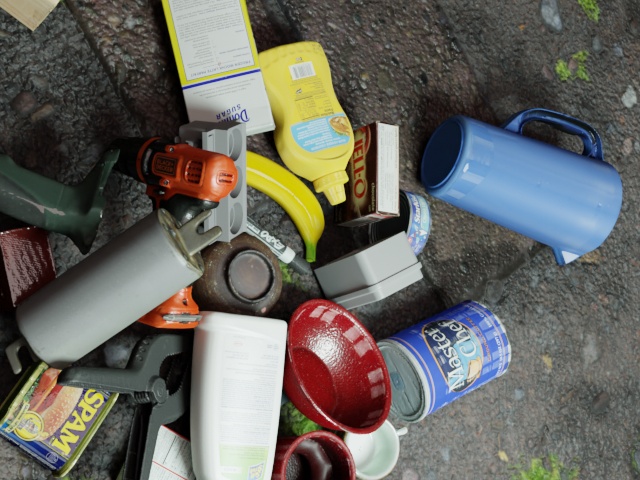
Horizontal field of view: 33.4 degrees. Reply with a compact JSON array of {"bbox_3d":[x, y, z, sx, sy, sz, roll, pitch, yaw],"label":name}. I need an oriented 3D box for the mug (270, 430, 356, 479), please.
[{"bbox_3d":[-0.011,0.259,1.171,0.117,0.082,0.093,20,71,-26],"label":"mug"}]

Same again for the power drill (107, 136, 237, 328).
[{"bbox_3d":[-0.170,-0.012,1.099,0.057,0.185,0.188,4,98,-46],"label":"power drill"}]

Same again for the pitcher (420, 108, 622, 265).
[{"bbox_3d":[0.257,-0.084,1.371,0.242,0.145,0.149,18,41,-24],"label":"pitcher"}]

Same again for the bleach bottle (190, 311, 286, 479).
[{"bbox_3d":[-0.096,0.203,1.106,0.102,0.068,0.251,9,82,-25],"label":"bleach bottle"}]

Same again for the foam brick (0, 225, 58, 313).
[{"bbox_3d":[-0.296,0.028,1.061,0.051,0.053,0.078,-12,87,-32],"label":"foam brick"}]

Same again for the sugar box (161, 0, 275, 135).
[{"bbox_3d":[-0.115,-0.201,1.198,0.093,0.048,0.176,-12,90,0],"label":"sugar box"}]

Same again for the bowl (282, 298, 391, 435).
[{"bbox_3d":[0.005,0.148,1.185,0.162,0.055,0.162,32,41,-33],"label":"bowl"}]

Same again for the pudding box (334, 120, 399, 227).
[{"bbox_3d":[0.054,-0.077,1.268,0.039,0.090,0.113,4,79,-31],"label":"pudding box"}]

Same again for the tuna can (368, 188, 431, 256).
[{"bbox_3d":[0.096,-0.018,1.285,0.033,0.086,0.086,13,74,-30],"label":"tuna can"}]

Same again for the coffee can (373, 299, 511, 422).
[{"bbox_3d":[0.142,0.142,1.272,0.140,0.103,0.103,-22,92,-32],"label":"coffee can"}]

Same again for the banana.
[{"bbox_3d":[-0.061,-0.058,1.227,0.197,0.037,0.069,39,62,-19],"label":"banana"}]

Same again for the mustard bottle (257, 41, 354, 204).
[{"bbox_3d":[-0.012,-0.133,1.248,0.096,0.058,0.191,-18,85,-34],"label":"mustard bottle"}]

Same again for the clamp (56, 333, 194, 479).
[{"bbox_3d":[-0.174,0.165,1.070,0.209,0.036,0.164,-39,117,-60],"label":"clamp"}]

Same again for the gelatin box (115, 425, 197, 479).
[{"bbox_3d":[-0.159,0.241,1.117,0.089,0.030,0.073,35,64,-21],"label":"gelatin box"}]

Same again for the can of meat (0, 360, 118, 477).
[{"bbox_3d":[-0.264,0.168,1.053,0.084,0.058,0.102,39,63,-16],"label":"can of meat"}]

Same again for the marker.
[{"bbox_3d":[-0.058,0.002,1.228,0.121,0.020,0.020,38,64,-19],"label":"marker"}]
